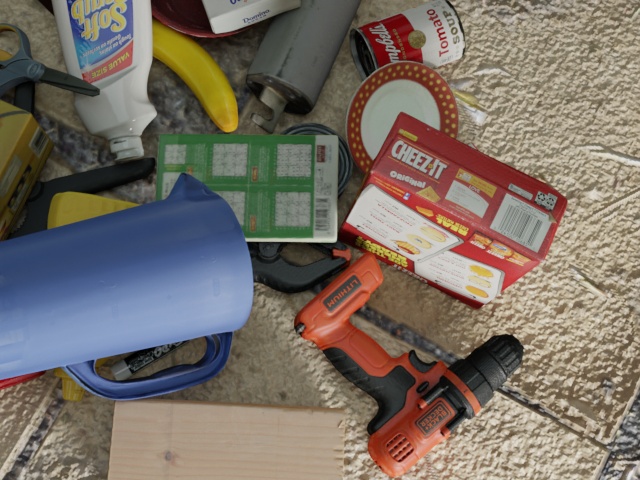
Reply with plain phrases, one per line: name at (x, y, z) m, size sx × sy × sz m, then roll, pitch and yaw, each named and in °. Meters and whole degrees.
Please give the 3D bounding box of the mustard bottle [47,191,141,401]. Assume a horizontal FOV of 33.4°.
mustard bottle at (-0.219, 0.055, 1.006) m, size 0.096 × 0.058 × 0.191 m, roll 11°, pitch 84°, yaw -31°

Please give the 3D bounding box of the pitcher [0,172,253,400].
pitcher at (-0.187, 0.051, 0.917) m, size 0.242 × 0.145 × 0.149 m, roll -14°, pitch 56°, yaw -29°

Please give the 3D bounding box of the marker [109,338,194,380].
marker at (-0.146, 0.099, 1.031) m, size 0.121 × 0.020 × 0.020 m, roll -30°, pitch 81°, yaw -11°

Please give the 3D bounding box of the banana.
banana at (-0.151, -0.181, 1.081) m, size 0.198 × 0.037 × 0.069 m, roll 32°, pitch 73°, yaw 11°

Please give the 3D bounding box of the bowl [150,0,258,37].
bowl at (-0.113, -0.274, 1.103) m, size 0.162 × 0.055 × 0.162 m, roll 1°, pitch 77°, yaw -4°

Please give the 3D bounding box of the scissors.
scissors at (-0.287, -0.149, 1.027) m, size 0.096 × 0.016 × 0.202 m, roll -51°, pitch 51°, yaw 2°

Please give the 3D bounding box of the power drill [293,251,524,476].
power drill at (0.080, 0.104, 1.031) m, size 0.184 × 0.057 × 0.188 m, roll -39°, pitch 83°, yaw -12°

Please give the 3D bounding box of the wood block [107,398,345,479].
wood block at (-0.085, 0.195, 0.979) m, size 0.206 × 0.090 × 0.091 m, roll 4°, pitch 77°, yaw -5°

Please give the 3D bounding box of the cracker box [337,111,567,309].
cracker box at (0.113, -0.020, 0.983) m, size 0.164 × 0.214 × 0.072 m, roll 27°, pitch 74°, yaw 1°

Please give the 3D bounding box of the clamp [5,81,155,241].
clamp at (-0.274, -0.049, 1.045) m, size 0.164 × 0.036 × 0.210 m, roll 31°, pitch 77°, yaw -1°

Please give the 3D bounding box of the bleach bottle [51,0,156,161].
bleach bottle at (-0.201, -0.204, 1.032) m, size 0.102 × 0.068 × 0.251 m, roll -11°, pitch 90°, yaw -7°

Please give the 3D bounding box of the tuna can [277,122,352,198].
tuna can at (-0.012, -0.073, 1.076) m, size 0.086 × 0.034 × 0.086 m, roll 1°, pitch 77°, yaw -5°

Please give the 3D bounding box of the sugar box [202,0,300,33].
sugar box at (-0.090, -0.299, 1.054) m, size 0.093 × 0.048 × 0.176 m, roll -19°, pitch 79°, yaw -1°

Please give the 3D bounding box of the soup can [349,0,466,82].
soup can at (0.090, -0.202, 1.099) m, size 0.102 × 0.068 × 0.068 m, roll -22°, pitch 80°, yaw -11°

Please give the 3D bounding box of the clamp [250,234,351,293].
clamp at (-0.057, 0.001, 1.053) m, size 0.171 × 0.039 × 0.120 m, roll -4°, pitch 81°, yaw -4°
